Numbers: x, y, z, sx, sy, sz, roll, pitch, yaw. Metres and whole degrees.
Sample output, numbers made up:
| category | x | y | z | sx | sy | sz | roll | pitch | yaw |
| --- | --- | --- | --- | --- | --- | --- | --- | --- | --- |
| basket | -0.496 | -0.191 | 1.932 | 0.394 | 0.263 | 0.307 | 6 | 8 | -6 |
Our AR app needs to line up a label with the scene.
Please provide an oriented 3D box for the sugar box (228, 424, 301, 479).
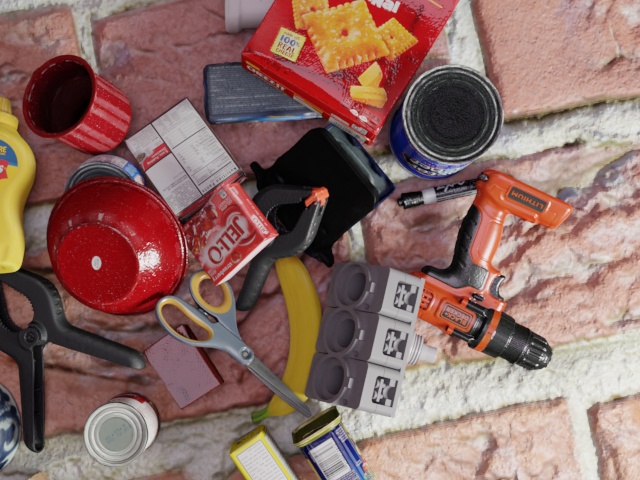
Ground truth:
| category | x | y | z | sx | sy | sz | roll | pitch | yaw |
| --- | --- | --- | --- | --- | --- | --- | --- | --- | --- |
| sugar box | -0.031 | 0.282 | 1.132 | 0.048 | 0.093 | 0.176 | -32 | 88 | -3 |

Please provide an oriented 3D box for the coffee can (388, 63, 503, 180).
| category | x | y | z | sx | sy | sz | roll | pitch | yaw |
| --- | --- | --- | --- | --- | --- | --- | --- | --- | --- |
| coffee can | 0.130 | -0.122 | 1.133 | 0.103 | 0.140 | 0.103 | 0 | 87 | -2 |

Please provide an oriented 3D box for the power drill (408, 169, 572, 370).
| category | x | y | z | sx | sy | sz | roll | pitch | yaw |
| --- | --- | --- | --- | --- | --- | --- | --- | --- | --- |
| power drill | 0.199 | 0.031 | 1.160 | 0.184 | 0.057 | 0.188 | 26 | 94 | -2 |

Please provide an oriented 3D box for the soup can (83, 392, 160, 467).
| category | x | y | z | sx | sy | sz | roll | pitch | yaw |
| --- | --- | --- | --- | --- | --- | --- | --- | --- | --- |
| soup can | -0.209 | 0.199 | 1.127 | 0.068 | 0.102 | 0.068 | 0 | 87 | -1 |

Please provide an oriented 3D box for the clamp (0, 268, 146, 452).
| category | x | y | z | sx | sy | sz | roll | pitch | yaw |
| --- | --- | --- | --- | --- | --- | --- | --- | --- | --- |
| clamp | -0.310 | 0.114 | 1.156 | 0.164 | 0.036 | 0.210 | -45 | 81 | 7 |

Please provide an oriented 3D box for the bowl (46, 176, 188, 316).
| category | x | y | z | sx | sy | sz | roll | pitch | yaw |
| --- | --- | --- | --- | --- | --- | --- | --- | --- | --- |
| bowl | -0.225 | 0.016 | 1.128 | 0.162 | 0.055 | 0.162 | 4 | 110 | 11 |

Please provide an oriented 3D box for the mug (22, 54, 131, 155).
| category | x | y | z | sx | sy | sz | roll | pitch | yaw |
| --- | --- | --- | --- | --- | --- | --- | --- | --- | --- |
| mug | -0.265 | -0.147 | 1.147 | 0.117 | 0.081 | 0.093 | 38 | 93 | 27 |

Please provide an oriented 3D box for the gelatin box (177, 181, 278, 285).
| category | x | y | z | sx | sy | sz | roll | pitch | yaw |
| --- | --- | --- | --- | --- | --- | --- | --- | --- | --- |
| gelatin box | -0.099 | -0.007 | 1.124 | 0.089 | 0.030 | 0.073 | -41 | 82 | 31 |

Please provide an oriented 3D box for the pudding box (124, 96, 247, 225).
| category | x | y | z | sx | sy | sz | roll | pitch | yaw |
| --- | --- | --- | --- | --- | --- | --- | --- | --- | --- |
| pudding box | -0.148 | -0.087 | 1.164 | 0.090 | 0.039 | 0.113 | -35 | 75 | -4 |

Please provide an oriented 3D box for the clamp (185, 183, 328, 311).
| category | x | y | z | sx | sy | sz | roll | pitch | yaw |
| --- | --- | --- | --- | --- | --- | --- | --- | --- | --- |
| clamp | -0.058 | 0.001 | 1.146 | 0.172 | 0.039 | 0.120 | -23 | 99 | 30 |

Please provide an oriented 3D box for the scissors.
| category | x | y | z | sx | sy | sz | roll | pitch | yaw |
| --- | --- | --- | --- | --- | --- | --- | --- | --- | --- |
| scissors | -0.081 | 0.103 | 1.146 | 0.201 | 0.016 | 0.096 | 29 | 63 | -10 |

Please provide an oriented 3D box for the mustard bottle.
| category | x | y | z | sx | sy | sz | roll | pitch | yaw |
| --- | --- | --- | --- | --- | --- | --- | --- | --- | --- |
| mustard bottle | -0.357 | -0.063 | 1.148 | 0.096 | 0.058 | 0.191 | 2 | 73 | 11 |

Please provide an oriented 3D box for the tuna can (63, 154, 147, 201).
| category | x | y | z | sx | sy | sz | roll | pitch | yaw |
| --- | --- | --- | --- | --- | --- | --- | --- | --- | --- |
| tuna can | -0.231 | -0.050 | 1.157 | 0.086 | 0.033 | 0.086 | 3 | 113 | 7 |

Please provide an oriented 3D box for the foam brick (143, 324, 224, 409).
| category | x | y | z | sx | sy | sz | roll | pitch | yaw |
| --- | --- | --- | --- | --- | --- | --- | --- | --- | --- |
| foam brick | -0.148 | 0.136 | 1.157 | 0.053 | 0.051 | 0.078 | -32 | 88 | -2 |

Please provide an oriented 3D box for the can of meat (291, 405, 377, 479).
| category | x | y | z | sx | sy | sz | roll | pitch | yaw |
| --- | --- | --- | --- | --- | --- | --- | --- | --- | --- |
| can of meat | 0.016 | 0.230 | 1.132 | 0.057 | 0.102 | 0.084 | -32 | 90 | -3 |

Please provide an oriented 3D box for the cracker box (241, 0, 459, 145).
| category | x | y | z | sx | sy | sz | roll | pitch | yaw |
| --- | --- | --- | --- | --- | --- | --- | --- | --- | --- |
| cracker box | 0.041 | -0.233 | 1.111 | 0.164 | 0.072 | 0.213 | 32 | 86 | -1 |

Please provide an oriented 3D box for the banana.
| category | x | y | z | sx | sy | sz | roll | pitch | yaw |
| --- | --- | --- | --- | --- | --- | --- | --- | --- | --- |
| banana | -0.029 | 0.107 | 1.169 | 0.069 | 0.037 | 0.198 | 8 | 87 | -3 |

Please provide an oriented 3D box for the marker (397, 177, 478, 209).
| category | x | y | z | sx | sy | sz | roll | pitch | yaw |
| --- | --- | --- | --- | --- | --- | --- | --- | --- | --- |
| marker | 0.145 | -0.055 | 1.191 | 0.121 | 0.020 | 0.020 | -12 | 87 | -2 |
